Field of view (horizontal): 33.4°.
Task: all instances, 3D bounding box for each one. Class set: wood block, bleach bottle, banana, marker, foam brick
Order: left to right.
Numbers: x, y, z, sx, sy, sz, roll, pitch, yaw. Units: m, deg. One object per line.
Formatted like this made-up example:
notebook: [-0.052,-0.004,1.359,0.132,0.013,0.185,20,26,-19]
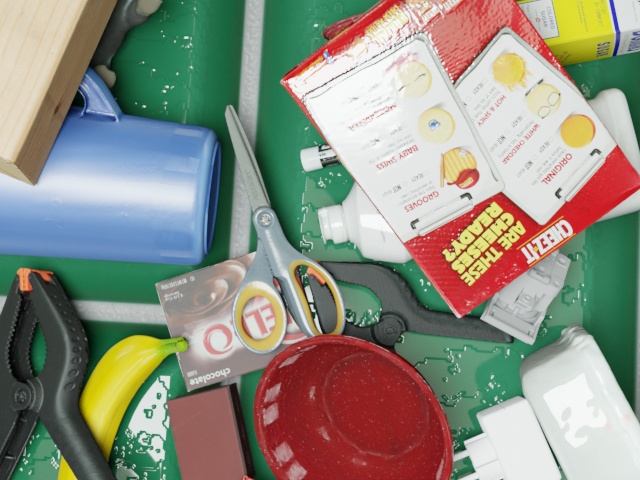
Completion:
wood block: [-0.201,-0.154,0.731,0.090,0.091,0.206,22,81,-2]
banana: [-0.170,0.152,0.836,0.037,0.070,0.198,21,95,-40]
foam brick: [-0.085,0.156,0.836,0.051,0.053,0.078,-12,85,0]
marker: [0.044,-0.077,0.859,0.121,0.020,0.020,-12,84,14]
bleach bottle: [0.121,-0.045,0.846,0.251,0.068,0.102,-12,83,3]

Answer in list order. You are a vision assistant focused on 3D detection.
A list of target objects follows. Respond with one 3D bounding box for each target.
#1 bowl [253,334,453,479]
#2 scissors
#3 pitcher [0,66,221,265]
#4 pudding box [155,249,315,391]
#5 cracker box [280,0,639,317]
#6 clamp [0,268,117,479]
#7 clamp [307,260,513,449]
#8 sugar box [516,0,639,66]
bowl: [0.032,0.137,0.813,0.162,0.055,0.162,9,112,23]
scissors: [-0.055,0.001,0.831,0.096,0.016,0.202,-33,85,-5]
pitcher: [-0.202,-0.056,0.821,0.243,0.149,0.145,6,67,-1]
pudding box: [-0.064,0.061,0.851,0.113,0.039,0.090,-18,84,-1]
cracker box: [0.099,-0.080,0.768,0.164,0.072,0.213,-37,98,8]
clamp: [-0.228,0.129,0.834,0.165,0.036,0.210,-18,74,27]
clamp: [0.054,0.082,0.848,0.171,0.039,0.120,30,83,5]
sugar box: [0.194,-0.165,0.839,0.176,0.093,0.048,-9,86,1]
